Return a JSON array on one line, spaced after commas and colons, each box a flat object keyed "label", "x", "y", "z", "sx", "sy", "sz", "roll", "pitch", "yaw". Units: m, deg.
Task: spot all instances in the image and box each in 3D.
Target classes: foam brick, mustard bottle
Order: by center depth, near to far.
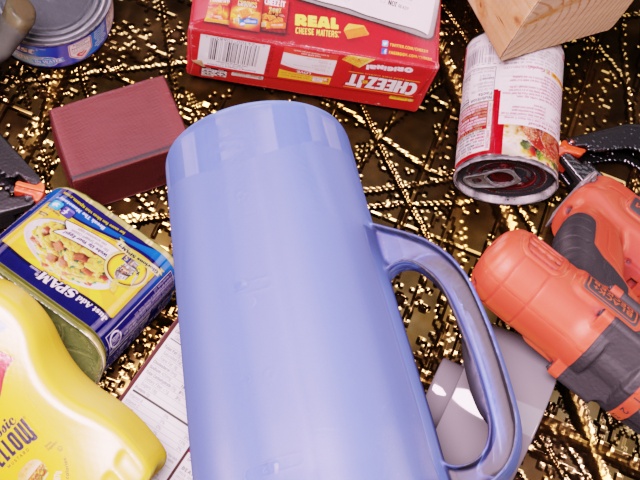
[{"label": "mustard bottle", "x": -0.177, "y": 0.076, "z": 0.569, "sx": 0.096, "sy": 0.058, "sz": 0.191, "roll": -41, "pitch": 88, "yaw": 14}, {"label": "foam brick", "x": -0.127, "y": -0.061, "z": 0.677, "sx": 0.078, "sy": 0.053, "sz": 0.051, "roll": -20, "pitch": 73, "yaw": -15}]

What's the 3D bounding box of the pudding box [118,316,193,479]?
[{"label": "pudding box", "x": -0.071, "y": 0.105, "z": 0.629, "sx": 0.090, "sy": 0.039, "sz": 0.113, "roll": 32, "pitch": 66, "yaw": 6}]

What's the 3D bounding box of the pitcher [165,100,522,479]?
[{"label": "pitcher", "x": -0.005, "y": 0.048, "z": 0.571, "sx": 0.149, "sy": 0.145, "sz": 0.243, "roll": 3, "pitch": 61, "yaw": -30}]

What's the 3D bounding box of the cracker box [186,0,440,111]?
[{"label": "cracker box", "x": 0.000, "y": -0.206, "z": 0.739, "sx": 0.164, "sy": 0.072, "sz": 0.213, "roll": 7, "pitch": 67, "yaw": -7}]

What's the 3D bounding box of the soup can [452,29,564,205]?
[{"label": "soup can", "x": 0.126, "y": -0.084, "z": 0.711, "sx": 0.068, "sy": 0.068, "sz": 0.102, "roll": 10, "pitch": 68, "yaw": -4}]

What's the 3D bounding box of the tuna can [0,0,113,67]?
[{"label": "tuna can", "x": -0.182, "y": -0.160, "z": 0.717, "sx": 0.086, "sy": 0.034, "sz": 0.086, "roll": 3, "pitch": 69, "yaw": -7}]

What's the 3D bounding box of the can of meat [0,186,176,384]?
[{"label": "can of meat", "x": -0.146, "y": 0.025, "z": 0.627, "sx": 0.102, "sy": 0.058, "sz": 0.083, "roll": 34, "pitch": 47, "yaw": 5}]

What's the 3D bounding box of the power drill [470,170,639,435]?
[{"label": "power drill", "x": 0.185, "y": 0.041, "z": 0.622, "sx": 0.184, "sy": 0.057, "sz": 0.187, "roll": 41, "pitch": 28, "yaw": 4}]
